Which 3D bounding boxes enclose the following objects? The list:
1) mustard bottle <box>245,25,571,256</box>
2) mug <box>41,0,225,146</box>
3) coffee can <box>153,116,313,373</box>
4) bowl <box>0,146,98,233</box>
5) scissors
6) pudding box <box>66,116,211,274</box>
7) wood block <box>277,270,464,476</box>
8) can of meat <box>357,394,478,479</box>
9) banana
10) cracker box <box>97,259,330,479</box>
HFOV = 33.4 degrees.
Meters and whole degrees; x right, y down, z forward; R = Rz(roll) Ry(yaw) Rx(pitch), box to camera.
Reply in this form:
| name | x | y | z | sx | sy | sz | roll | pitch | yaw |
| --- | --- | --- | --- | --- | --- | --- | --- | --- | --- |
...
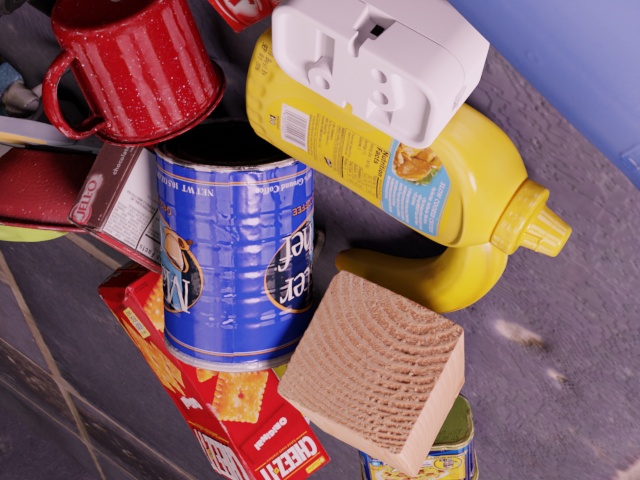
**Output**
| name | x | y | z | sx | sy | sz | roll | pitch | yaw |
| --- | --- | --- | --- | --- | --- | --- | --- | --- | --- |
| mustard bottle | 0.050 | -0.048 | 0.585 | 0.192 | 0.058 | 0.096 | 33 | 152 | 16 |
| mug | -0.123 | -0.111 | 0.657 | 0.093 | 0.117 | 0.081 | 30 | 151 | 39 |
| coffee can | -0.055 | 0.001 | 0.699 | 0.103 | 0.102 | 0.140 | 20 | 120 | 37 |
| bowl | -0.194 | -0.041 | 0.824 | 0.162 | 0.055 | 0.162 | 6 | -175 | -1 |
| scissors | -0.179 | -0.073 | 0.794 | 0.201 | 0.016 | 0.096 | 8 | 179 | -31 |
| pudding box | -0.112 | -0.042 | 0.735 | 0.039 | 0.113 | 0.090 | 19 | 168 | 35 |
| wood block | 0.043 | 0.101 | 0.752 | 0.090 | 0.091 | 0.206 | 25 | 169 | 14 |
| can of meat | 0.080 | 0.172 | 0.896 | 0.102 | 0.057 | 0.084 | -6 | 142 | 4 |
| banana | 0.070 | 0.016 | 0.707 | 0.198 | 0.037 | 0.069 | -30 | 80 | 62 |
| cracker box | -0.099 | 0.110 | 0.915 | 0.213 | 0.072 | 0.164 | 59 | 162 | -9 |
